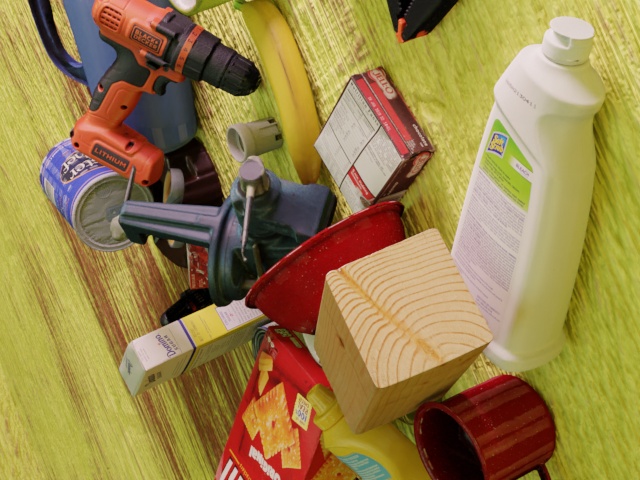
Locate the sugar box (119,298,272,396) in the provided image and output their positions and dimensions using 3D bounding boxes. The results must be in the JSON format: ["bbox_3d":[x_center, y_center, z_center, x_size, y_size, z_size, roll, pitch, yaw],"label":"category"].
[{"bbox_3d":[-0.141,0.113,1.229,0.048,0.176,0.093,61,152,16],"label":"sugar box"}]

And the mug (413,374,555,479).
[{"bbox_3d":[0.142,0.168,0.862,0.117,0.081,0.093,54,149,27],"label":"mug"}]

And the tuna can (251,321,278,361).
[{"bbox_3d":[-0.043,0.134,1.222,0.086,0.033,0.086,40,140,43],"label":"tuna can"}]

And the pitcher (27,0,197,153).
[{"bbox_3d":[-0.221,-0.220,1.193,0.149,0.144,0.243,27,134,48],"label":"pitcher"}]

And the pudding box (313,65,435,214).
[{"bbox_3d":[0.043,-0.081,0.918,0.090,0.039,0.114,61,150,17],"label":"pudding box"}]

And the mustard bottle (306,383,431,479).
[{"bbox_3d":[0.060,0.204,0.983,0.191,0.058,0.096,44,158,-6],"label":"mustard bottle"}]

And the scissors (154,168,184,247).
[{"bbox_3d":[-0.177,-0.009,1.238,0.202,0.016,0.096,115,149,-57],"label":"scissors"}]

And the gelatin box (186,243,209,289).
[{"bbox_3d":[-0.116,0.009,1.214,0.030,0.073,0.089,-110,17,-64],"label":"gelatin box"}]

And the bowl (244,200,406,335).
[{"bbox_3d":[0.017,0.034,0.913,0.055,0.161,0.162,58,151,13],"label":"bowl"}]

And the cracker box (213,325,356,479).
[{"bbox_3d":[-0.032,0.219,1.113,0.164,0.072,0.214,44,119,54],"label":"cracker box"}]

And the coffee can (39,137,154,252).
[{"bbox_3d":[-0.280,-0.060,1.331,0.140,0.102,0.103,39,140,51],"label":"coffee can"}]

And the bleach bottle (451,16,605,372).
[{"bbox_3d":[0.148,-0.031,0.738,0.103,0.068,0.251,48,144,39],"label":"bleach bottle"}]

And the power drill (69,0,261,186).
[{"bbox_3d":[-0.172,-0.151,1.117,0.184,0.057,0.188,29,122,0],"label":"power drill"}]

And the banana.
[{"bbox_3d":[-0.033,-0.149,1.014,0.070,0.037,0.198,159,92,-80],"label":"banana"}]

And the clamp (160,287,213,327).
[{"bbox_3d":[-0.144,0.067,1.315,0.039,0.120,0.171,61,173,-4],"label":"clamp"}]

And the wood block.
[{"bbox_3d":[0.055,0.078,0.821,0.206,0.090,0.091,98,148,-71],"label":"wood block"}]
